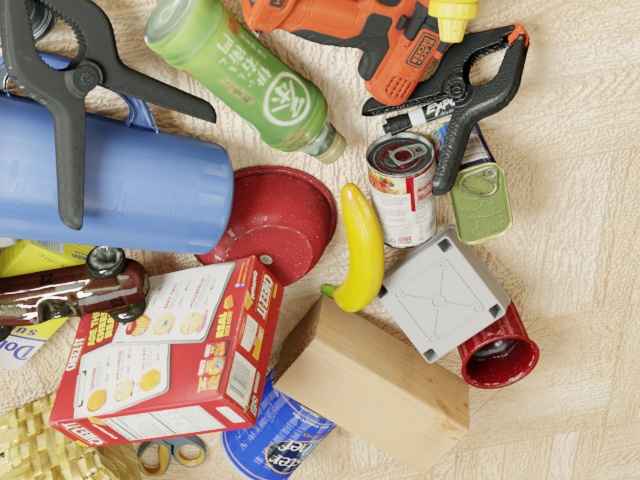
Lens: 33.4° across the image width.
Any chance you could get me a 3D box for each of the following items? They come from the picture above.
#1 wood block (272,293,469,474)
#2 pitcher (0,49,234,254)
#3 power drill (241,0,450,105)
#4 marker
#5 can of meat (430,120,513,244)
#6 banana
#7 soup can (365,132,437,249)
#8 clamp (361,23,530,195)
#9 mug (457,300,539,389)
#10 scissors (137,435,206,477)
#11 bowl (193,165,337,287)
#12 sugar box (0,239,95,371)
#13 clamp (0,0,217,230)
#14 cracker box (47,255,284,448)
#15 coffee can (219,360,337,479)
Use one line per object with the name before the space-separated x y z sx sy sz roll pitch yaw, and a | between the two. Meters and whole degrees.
wood block | 0.060 0.163 1.213 0.206 0.090 0.091 32 120 -11
pitcher | -0.204 -0.065 0.969 0.242 0.145 0.149 8 150 -25
power drill | 0.040 -0.218 0.922 0.187 0.057 0.185 17 120 -24
marker | 0.119 -0.130 1.048 0.121 0.020 0.020 -19 133 6
can of meat | 0.150 -0.062 1.074 0.057 0.084 0.102 -17 134 3
banana | 0.036 0.021 1.111 0.070 0.037 0.198 30 144 13
soup can | 0.083 -0.049 1.081 0.068 0.068 0.102 -11 134 -3
clamp | 0.133 -0.127 0.999 0.172 0.120 0.039 -36 171 18
mug | 0.196 0.105 1.240 0.093 0.081 0.117 -18 134 4
scissors | -0.175 0.227 1.314 0.096 0.016 0.202 5 131 -20
bowl | -0.057 0.001 1.105 0.162 0.055 0.162 -6 133 -7
sugar box | -0.309 0.061 1.109 0.093 0.048 0.176 28 120 -32
clamp | -0.187 -0.135 0.882 0.164 0.036 0.210 -35 114 -21
cracker box | -0.152 0.115 1.071 0.214 0.164 0.072 -13 138 28
coffee can | -0.042 0.212 1.271 0.102 0.103 0.140 20 125 -28
